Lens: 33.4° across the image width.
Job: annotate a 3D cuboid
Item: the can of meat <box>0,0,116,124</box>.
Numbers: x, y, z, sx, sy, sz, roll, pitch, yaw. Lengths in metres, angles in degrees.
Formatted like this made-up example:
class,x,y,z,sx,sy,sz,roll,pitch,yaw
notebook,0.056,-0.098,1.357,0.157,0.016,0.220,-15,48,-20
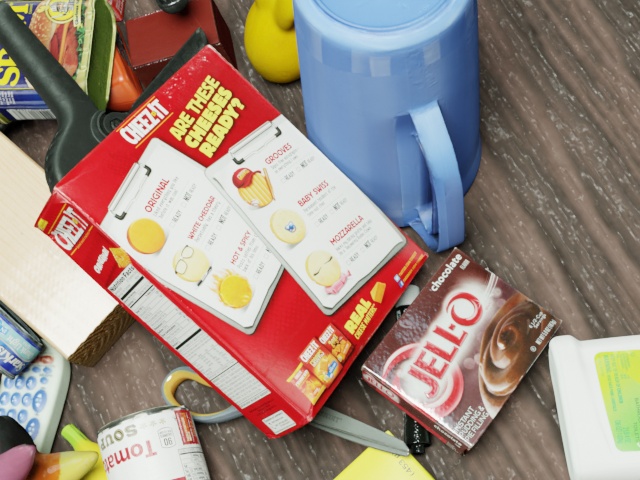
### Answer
class,x,y,z,sx,sy,sz,roll,pitch,yaw
can of meat,-0.211,-0.144,0.837,0.084,0.057,0.102,1,75,9

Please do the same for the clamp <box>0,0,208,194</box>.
class,x,y,z,sx,sy,sz,roll,pitch,yaw
clamp,-0.142,-0.079,0.768,0.164,0.036,0.210,-5,68,-27

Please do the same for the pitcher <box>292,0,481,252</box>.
class,x,y,z,sx,sy,sz,roll,pitch,yaw
pitcher,0.051,-0.104,0.715,0.149,0.243,0.145,22,72,14

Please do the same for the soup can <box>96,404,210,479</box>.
class,x,y,z,sx,sy,sz,roll,pitch,yaw
soup can,-0.109,0.171,0.730,0.068,0.068,0.102,-20,73,5

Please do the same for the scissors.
class,x,y,z,sx,sy,sz,roll,pitch,yaw
scissors,-0.022,0.097,0.754,0.202,0.016,0.096,0,61,27

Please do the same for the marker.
class,x,y,z,sx,sy,sz,roll,pitch,yaw
marker,0.065,0.091,0.755,0.020,0.020,0.121,-7,67,11

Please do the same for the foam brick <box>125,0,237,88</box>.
class,x,y,z,sx,sy,sz,roll,pitch,yaw
foam brick,-0.115,-0.158,0.883,0.078,0.053,0.051,-15,66,8

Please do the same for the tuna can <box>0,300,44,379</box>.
class,x,y,z,sx,sy,sz,roll,pitch,yaw
tuna can,-0.243,0.060,0.779,0.086,0.086,0.033,39,78,24

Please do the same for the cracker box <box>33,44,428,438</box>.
class,x,y,z,sx,sy,sz,roll,pitch,yaw
cracker box,-0.055,0.001,0.714,0.213,0.072,0.164,43,55,-5

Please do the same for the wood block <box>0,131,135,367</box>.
class,x,y,z,sx,sy,sz,roll,pitch,yaw
wood block,-0.224,-0.008,0.795,0.206,0.090,0.091,40,82,7

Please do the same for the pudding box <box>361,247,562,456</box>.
class,x,y,z,sx,sy,sz,roll,pitch,yaw
pudding box,0.095,0.075,0.729,0.090,0.039,0.113,36,71,13
